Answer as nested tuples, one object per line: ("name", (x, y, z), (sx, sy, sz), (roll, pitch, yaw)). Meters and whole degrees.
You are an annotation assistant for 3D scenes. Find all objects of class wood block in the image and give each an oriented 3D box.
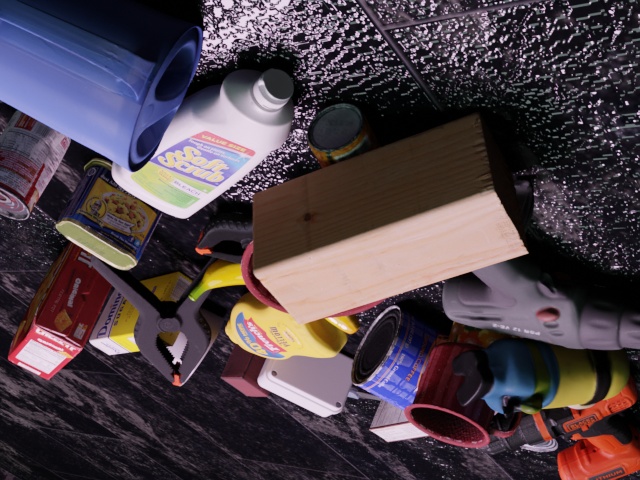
("wood block", (0.055, -0.016, 0.884), (0.206, 0.091, 0.090), (-18, 139, 19))

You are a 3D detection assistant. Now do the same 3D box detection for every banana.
("banana", (-0.047, 0.053, 1.215), (0.198, 0.070, 0.037), (12, -173, 2))

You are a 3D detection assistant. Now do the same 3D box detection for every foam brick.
("foam brick", (-0.088, 0.165, 1.443), (0.051, 0.078, 0.053), (38, 152, -30))

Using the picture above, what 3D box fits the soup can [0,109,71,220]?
("soup can", (-0.317, -0.083, 1.132), (0.068, 0.102, 0.068), (18, 154, 9))

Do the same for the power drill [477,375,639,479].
("power drill", (0.281, 0.221, 1.201), (0.185, 0.057, 0.187), (-23, 141, 15))

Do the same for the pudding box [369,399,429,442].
("pudding box", (0.117, 0.200, 1.328), (0.039, 0.090, 0.114), (32, 152, -17))

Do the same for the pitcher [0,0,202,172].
("pitcher", (-0.230, -0.166, 0.876), (0.243, 0.144, 0.149), (25, 134, 2))

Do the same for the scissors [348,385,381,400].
("scissors", (0.041, 0.219, 1.510), (0.202, 0.016, 0.096), (17, 155, 13))

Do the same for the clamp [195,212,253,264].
("clamp", (-0.058, 0.001, 1.155), (0.172, 0.039, 0.120), (-9, 134, 43))

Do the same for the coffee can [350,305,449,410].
("coffee can", (0.121, 0.151, 1.219), (0.140, 0.102, 0.103), (30, 153, -13))

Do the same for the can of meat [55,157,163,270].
("can of meat", (-0.233, -0.028, 1.189), (0.102, 0.084, 0.058), (34, 152, -21))

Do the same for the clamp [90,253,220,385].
("clamp", (-0.192, 0.087, 1.288), (0.164, 0.036, 0.210), (4, 124, -2))

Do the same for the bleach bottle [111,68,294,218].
("bleach bottle", (-0.102, -0.098, 0.979), (0.102, 0.068, 0.251), (32, 150, -18))

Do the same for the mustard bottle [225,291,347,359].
("mustard bottle", (-0.057, 0.104, 1.321), (0.192, 0.058, 0.096), (-11, 123, 50))

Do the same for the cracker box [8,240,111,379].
("cracker box", (-0.322, 0.074, 1.362), (0.072, 0.164, 0.214), (28, 154, -14))

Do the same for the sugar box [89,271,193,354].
("sugar box", (-0.237, 0.099, 1.419), (0.048, 0.093, 0.177), (39, 149, -29))

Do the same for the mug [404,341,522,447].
("mug", (0.155, 0.164, 1.117), (0.117, 0.081, 0.093), (21, 153, 6))
